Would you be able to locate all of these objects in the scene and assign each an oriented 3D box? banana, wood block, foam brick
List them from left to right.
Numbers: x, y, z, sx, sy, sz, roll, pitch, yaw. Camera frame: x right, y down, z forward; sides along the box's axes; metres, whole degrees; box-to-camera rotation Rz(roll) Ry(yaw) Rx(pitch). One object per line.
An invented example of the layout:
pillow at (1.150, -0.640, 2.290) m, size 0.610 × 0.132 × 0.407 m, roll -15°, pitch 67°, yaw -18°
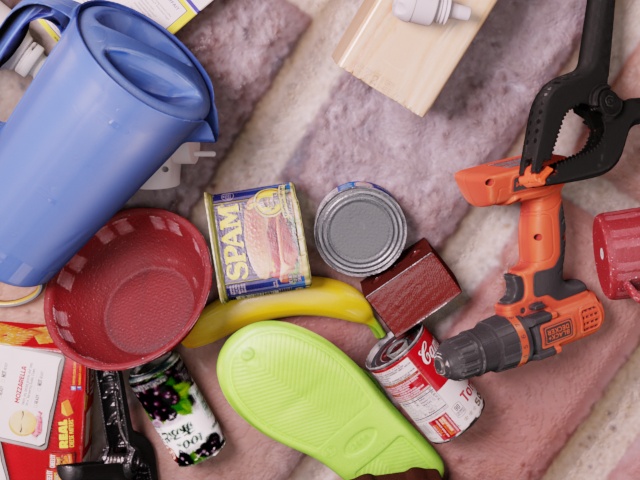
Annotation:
banana at (-0.036, 0.067, 1.010) m, size 0.198 × 0.037 × 0.069 m, roll -2°, pitch 104°, yaw -1°
foam brick at (0.085, 0.043, 0.999) m, size 0.078 × 0.053 × 0.051 m, roll -35°, pitch 103°, yaw 6°
wood block at (0.102, -0.220, 0.914) m, size 0.090 × 0.091 × 0.206 m, roll 30°, pitch 101°, yaw -9°

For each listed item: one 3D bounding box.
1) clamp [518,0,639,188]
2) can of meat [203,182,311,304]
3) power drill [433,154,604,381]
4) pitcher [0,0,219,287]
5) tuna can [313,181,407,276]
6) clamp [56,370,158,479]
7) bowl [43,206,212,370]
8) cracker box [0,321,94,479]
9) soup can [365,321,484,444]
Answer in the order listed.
clamp at (0.240, -0.130, 0.936) m, size 0.209 × 0.036 × 0.164 m, roll -40°, pitch 99°, yaw -18°
can of meat at (-0.056, 0.001, 0.971) m, size 0.084 × 0.057 × 0.102 m, roll -9°, pitch 81°, yaw -2°
power drill at (0.172, 0.023, 0.966) m, size 0.184 × 0.057 × 0.187 m, roll -16°, pitch 106°, yaw -28°
pitcher at (-0.216, -0.079, 0.892) m, size 0.243 × 0.144 × 0.149 m, roll -45°, pitch 64°, yaw 27°
tuna can at (0.036, -0.012, 0.993) m, size 0.086 × 0.034 × 0.086 m, roll 0°, pitch 104°, yaw -1°
clamp at (-0.194, 0.211, 0.996) m, size 0.039 × 0.120 × 0.171 m, roll 3°, pitch 132°, yaw 24°
bowl at (-0.166, 0.052, 0.968) m, size 0.162 × 0.162 × 0.055 m, roll -22°, pitch 147°, yaw 4°
cracker box at (-0.324, 0.160, 1.008) m, size 0.213 × 0.072 × 0.164 m, roll 5°, pitch 103°, yaw -2°
soup can at (0.100, 0.135, 1.015) m, size 0.068 × 0.068 × 0.102 m, roll -38°, pitch 103°, yaw 7°
